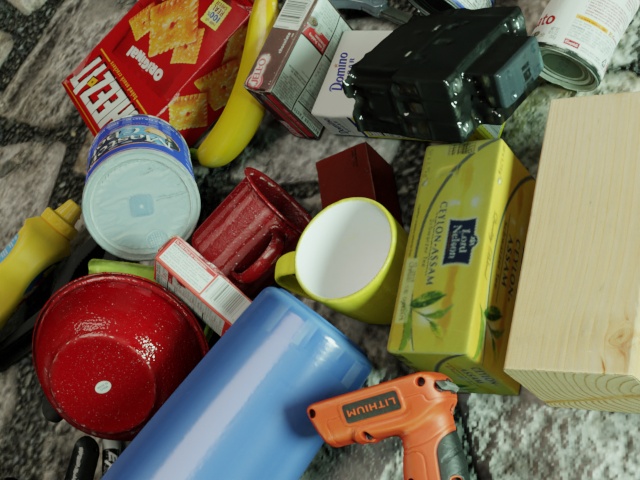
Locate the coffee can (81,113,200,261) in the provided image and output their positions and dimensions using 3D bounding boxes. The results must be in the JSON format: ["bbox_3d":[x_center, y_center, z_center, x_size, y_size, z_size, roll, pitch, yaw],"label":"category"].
[{"bbox_3d":[-0.167,-0.052,0.993,0.103,0.102,0.140,-44,21,7],"label":"coffee can"}]

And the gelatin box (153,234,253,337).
[{"bbox_3d":[-0.100,0.041,0.900,0.089,0.073,0.030,41,72,4],"label":"gelatin box"}]

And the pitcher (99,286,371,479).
[{"bbox_3d":[-0.074,0.158,0.843,0.149,0.145,0.243,35,84,28],"label":"pitcher"}]

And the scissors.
[{"bbox_3d":[0.034,-0.219,1.012,0.096,0.016,0.202,-22,46,-19],"label":"scissors"}]

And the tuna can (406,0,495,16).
[{"bbox_3d":[0.109,-0.218,0.938,0.086,0.086,0.034,33,88,41],"label":"tuna can"}]

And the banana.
[{"bbox_3d":[-0.077,-0.139,1.019,0.070,0.037,0.198,45,120,25],"label":"banana"}]

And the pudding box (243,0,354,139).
[{"bbox_3d":[-0.014,-0.163,0.990,0.039,0.090,0.113,18,76,37],"label":"pudding box"}]

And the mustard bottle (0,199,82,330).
[{"bbox_3d":[-0.314,0.035,1.097,0.191,0.058,0.096,-50,8,-6],"label":"mustard bottle"}]

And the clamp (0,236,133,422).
[{"bbox_3d":[-0.240,0.072,1.050,0.210,0.036,0.165,-54,40,-4],"label":"clamp"}]

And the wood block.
[{"bbox_3d":[0.202,0.008,0.747,0.091,0.090,0.206,-1,66,35],"label":"wood block"}]

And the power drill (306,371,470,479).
[{"bbox_3d":[0.050,0.196,0.741,0.185,0.057,0.188,-20,74,16],"label":"power drill"}]

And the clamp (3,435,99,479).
[{"bbox_3d":[-0.228,0.260,0.939,0.120,0.039,0.171,-42,54,26],"label":"clamp"}]

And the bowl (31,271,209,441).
[{"bbox_3d":[-0.177,0.111,0.909,0.162,0.162,0.055,-32,12,16],"label":"bowl"}]

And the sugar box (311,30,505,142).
[{"bbox_3d":[0.084,-0.136,0.937,0.177,0.048,0.093,9,71,41],"label":"sugar box"}]

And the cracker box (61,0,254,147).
[{"bbox_3d":[-0.157,-0.186,1.115,0.214,0.072,0.164,-44,48,8],"label":"cracker box"}]

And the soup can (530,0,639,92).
[{"bbox_3d":[0.214,-0.179,0.854,0.069,0.068,0.102,21,78,40],"label":"soup can"}]

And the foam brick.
[{"bbox_3d":[0.034,-0.034,0.912,0.053,0.051,0.078,-21,55,23],"label":"foam brick"}]

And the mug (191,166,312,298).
[{"bbox_3d":[-0.056,0.001,0.925,0.081,0.093,0.117,-46,24,11],"label":"mug"}]

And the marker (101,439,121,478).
[{"bbox_3d":[-0.187,0.207,0.955,0.020,0.020,0.121,-22,55,23],"label":"marker"}]
